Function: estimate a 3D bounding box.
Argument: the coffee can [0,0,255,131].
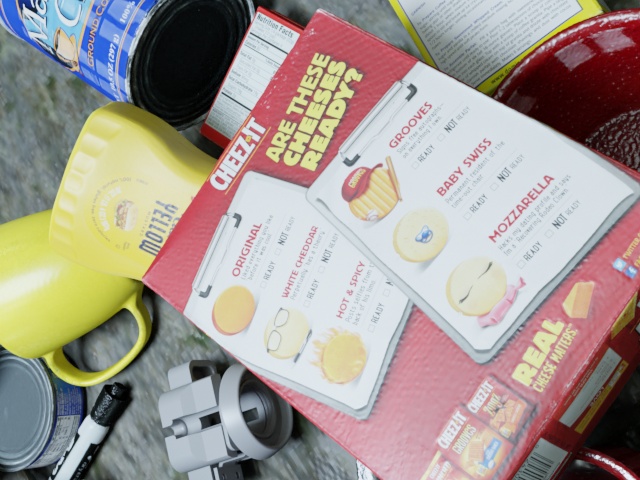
[{"bbox_3d":[-0.125,-0.144,0.667,0.140,0.102,0.103,34,103,29],"label":"coffee can"}]

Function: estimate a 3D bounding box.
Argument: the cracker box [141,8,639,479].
[{"bbox_3d":[0.042,0.011,0.492,0.214,0.072,0.164,34,91,35],"label":"cracker box"}]

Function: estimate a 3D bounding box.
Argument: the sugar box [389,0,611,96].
[{"bbox_3d":[0.077,-0.158,0.582,0.093,0.048,0.176,-35,65,24],"label":"sugar box"}]

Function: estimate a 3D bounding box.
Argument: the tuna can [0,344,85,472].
[{"bbox_3d":[-0.202,0.113,0.729,0.086,0.033,0.086,-3,84,31],"label":"tuna can"}]

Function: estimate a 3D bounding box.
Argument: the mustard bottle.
[{"bbox_3d":[-0.054,0.001,0.610,0.191,0.058,0.096,25,110,3],"label":"mustard bottle"}]

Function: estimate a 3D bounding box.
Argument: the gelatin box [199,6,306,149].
[{"bbox_3d":[-0.023,-0.086,0.643,0.073,0.030,0.089,34,102,30],"label":"gelatin box"}]

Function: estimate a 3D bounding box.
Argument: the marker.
[{"bbox_3d":[-0.162,0.144,0.710,0.020,0.020,0.121,40,105,28],"label":"marker"}]
